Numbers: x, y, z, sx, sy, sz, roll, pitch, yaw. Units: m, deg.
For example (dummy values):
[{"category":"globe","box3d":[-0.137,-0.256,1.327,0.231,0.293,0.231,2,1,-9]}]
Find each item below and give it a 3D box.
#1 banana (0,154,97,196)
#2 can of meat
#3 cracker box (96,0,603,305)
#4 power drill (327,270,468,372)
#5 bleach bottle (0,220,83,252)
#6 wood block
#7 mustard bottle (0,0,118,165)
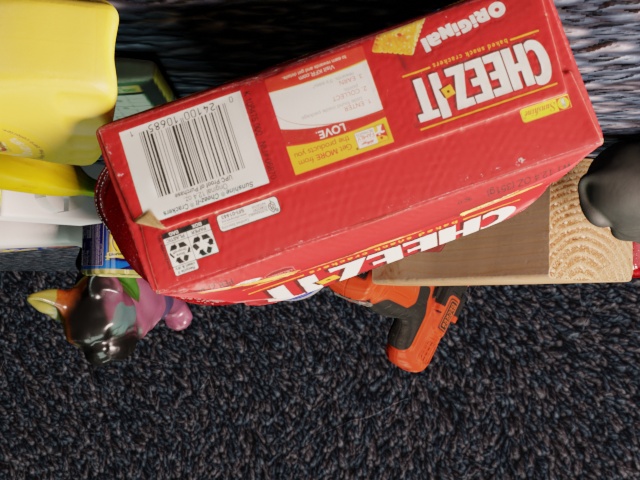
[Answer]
[{"category":"banana","box3d":[-0.193,-0.051,0.668,0.070,0.037,0.197,3,179,12]},{"category":"can of meat","box3d":[-0.161,-0.009,0.944,0.101,0.084,0.058,3,175,-34]},{"category":"cracker box","box3d":[0.017,-0.026,0.462,0.164,0.072,0.213,-19,174,3]},{"category":"power drill","box3d":[0.090,0.021,1.024,0.057,0.184,0.187,18,168,36]},{"category":"bleach bottle","box3d":[-0.275,-0.018,1.009,0.250,0.068,0.103,-1,178,-8]},{"category":"wood block","box3d":[0.139,-0.010,0.854,0.090,0.091,0.207,3,175,-34]},{"category":"mustard bottle","box3d":[-0.173,-0.062,0.381,0.191,0.058,0.096,2,172,-17]}]
